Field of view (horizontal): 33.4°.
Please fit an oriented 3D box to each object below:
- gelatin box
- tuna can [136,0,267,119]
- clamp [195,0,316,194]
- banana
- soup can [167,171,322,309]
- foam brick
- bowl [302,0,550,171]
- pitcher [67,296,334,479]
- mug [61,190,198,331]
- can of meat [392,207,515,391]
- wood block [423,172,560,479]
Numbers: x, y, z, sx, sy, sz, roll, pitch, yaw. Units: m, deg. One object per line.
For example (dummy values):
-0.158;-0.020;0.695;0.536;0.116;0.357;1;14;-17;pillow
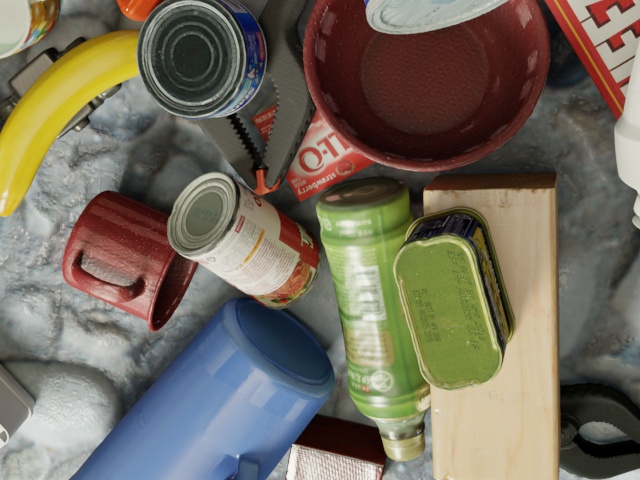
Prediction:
0.006;-0.081;0.786;0.089;0.030;0.073;-26;104;20;gelatin box
-0.082;-0.126;0.727;0.086;0.033;0.086;4;101;20;tuna can
-0.061;-0.138;0.757;0.165;0.036;0.210;1;97;14;clamp
-0.182;-0.098;0.789;0.198;0.037;0.069;-35;101;6;banana
-0.055;0.001;0.786;0.069;0.068;0.102;-32;139;21;soup can
0.015;0.183;0.879;0.078;0.053;0.051;12;113;8;foam brick
0.071;-0.121;0.723;0.162;0.055;0.162;-1;83;5;bowl
-0.095;0.171;0.845;0.149;0.144;0.243;42;109;9;pitcher
-0.148;0.016;0.813;0.081;0.117;0.093;23;115;7;mug
0.085;0.037;0.678;0.057;0.084;0.102;-15;97;15;can of meat
0.125;0.059;0.765;0.090;0.090;0.206;0;101;13;wood block
